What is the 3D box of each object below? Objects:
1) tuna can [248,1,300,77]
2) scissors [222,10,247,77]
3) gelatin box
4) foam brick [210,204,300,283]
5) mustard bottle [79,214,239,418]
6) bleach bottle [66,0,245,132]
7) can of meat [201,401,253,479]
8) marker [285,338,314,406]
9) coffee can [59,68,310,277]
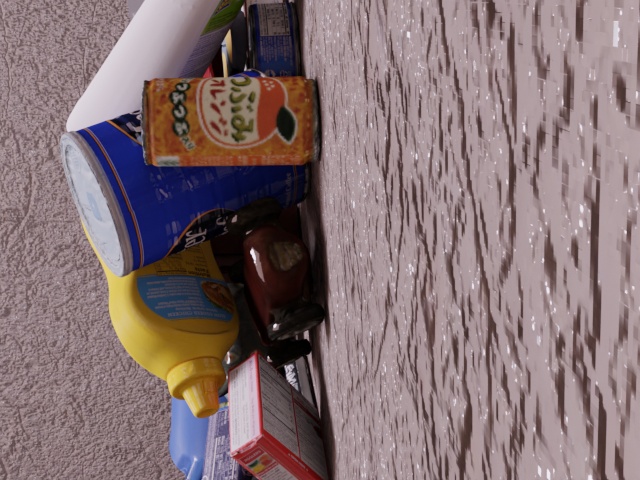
[{"bbox_3d":[-0.035,-0.134,0.795,0.086,0.033,0.086,176,90,-85],"label":"tuna can"},{"bbox_3d":[-0.074,-0.185,0.865,0.096,0.016,0.202,103,161,-57],"label":"scissors"},{"bbox_3d":[-0.030,0.129,0.720,0.073,0.030,0.089,46,-163,-29],"label":"gelatin box"},{"bbox_3d":[-0.056,0.001,0.870,0.053,0.078,0.051,97,170,-63],"label":"foam brick"},{"bbox_3d":[-0.109,0.041,0.779,0.058,0.096,0.192,-45,54,35],"label":"mustard bottle"},{"bbox_3d":[-0.090,-0.165,0.757,0.251,0.068,0.102,-51,2,33],"label":"bleach bottle"},{"bbox_3d":[-0.049,0.183,0.831,0.102,0.058,0.084,49,-149,-39],"label":"can of meat"},{"bbox_3d":[-0.018,0.110,0.842,0.121,0.020,0.020,-106,13,-69],"label":"marker"},{"bbox_3d":[-0.093,-0.048,0.732,0.103,0.140,0.103,50,153,37],"label":"coffee can"}]
